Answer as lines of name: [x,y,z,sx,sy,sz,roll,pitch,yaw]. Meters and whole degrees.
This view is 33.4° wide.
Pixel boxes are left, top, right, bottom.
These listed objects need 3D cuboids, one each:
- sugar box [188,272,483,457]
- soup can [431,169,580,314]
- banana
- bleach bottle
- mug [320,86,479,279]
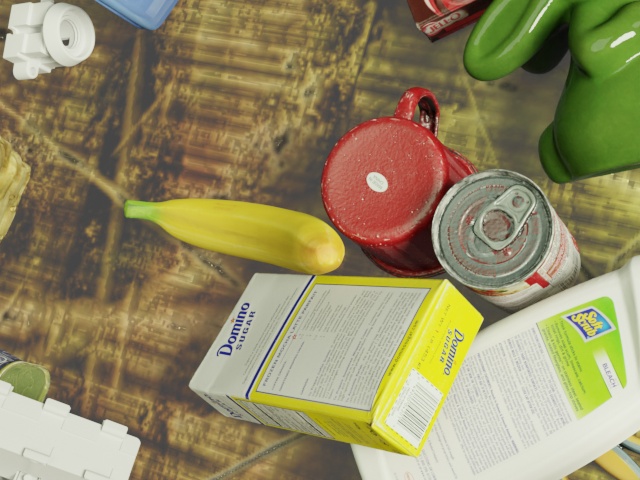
sugar box: [0.004,0.068,0.637,0.177,0.048,0.093,-1,52,52]
soup can: [0.112,0.004,0.626,0.069,0.102,0.068,-5,76,21]
banana: [-0.045,-0.002,0.701,0.198,0.069,0.037,10,105,42]
bleach bottle: [0.137,0.083,0.592,0.251,0.068,0.102,-30,70,25]
mug: [0.054,-0.040,0.672,0.093,0.081,0.117,12,82,24]
